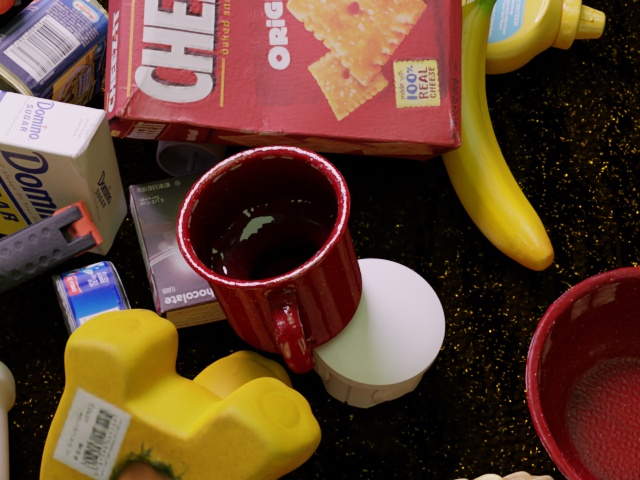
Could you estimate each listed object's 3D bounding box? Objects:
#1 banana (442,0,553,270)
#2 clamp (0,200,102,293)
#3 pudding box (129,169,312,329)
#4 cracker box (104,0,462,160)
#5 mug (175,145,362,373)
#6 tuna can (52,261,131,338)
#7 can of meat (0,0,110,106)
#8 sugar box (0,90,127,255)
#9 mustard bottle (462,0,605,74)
[{"bbox_3d":[0.105,-0.072,0.699,0.037,0.070,0.198,-2,78,-33],"label":"banana"},{"bbox_3d":[-0.204,0.028,0.579,0.171,0.120,0.039,-27,106,0],"label":"clamp"},{"bbox_3d":[-0.054,0.001,0.663,0.113,0.039,0.090,-13,63,-11],"label":"pudding box"},{"bbox_3d":[-0.019,-0.140,0.658,0.213,0.072,0.164,3,85,-17],"label":"cracker box"},{"bbox_3d":[-0.020,0.018,0.576,0.093,0.081,0.117,-17,52,1],"label":"mug"},{"bbox_3d":[-0.122,0.056,0.600,0.033,0.086,0.086,-17,63,-15],"label":"tuna can"},{"bbox_3d":[-0.179,-0.106,0.679,0.057,0.102,0.083,39,61,-1],"label":"can of meat"},{"bbox_3d":[-0.210,-0.048,0.638,0.176,0.093,0.048,13,54,10],"label":"sugar box"},{"bbox_3d":[0.106,-0.168,0.760,0.191,0.058,0.096,9,70,1],"label":"mustard bottle"}]
